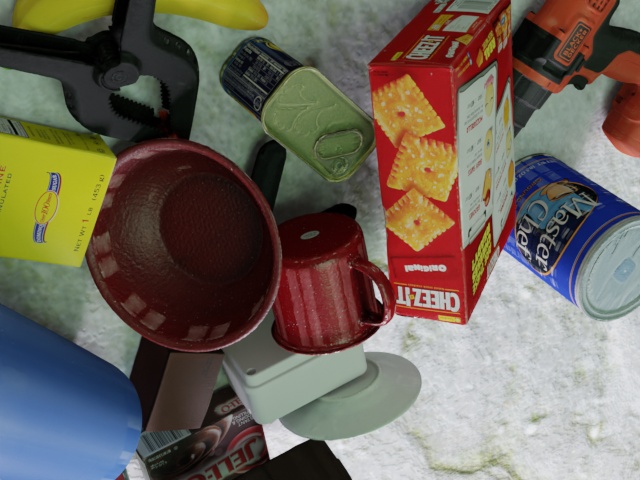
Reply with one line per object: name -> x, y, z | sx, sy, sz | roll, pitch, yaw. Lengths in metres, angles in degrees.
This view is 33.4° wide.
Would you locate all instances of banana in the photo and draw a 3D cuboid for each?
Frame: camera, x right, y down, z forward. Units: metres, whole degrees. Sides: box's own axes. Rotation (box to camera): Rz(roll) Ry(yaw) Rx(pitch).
banana -> -0.124, -0.163, 0.728 | 0.197, 0.037, 0.070 | -12, 151, -22

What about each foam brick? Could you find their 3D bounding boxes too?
foam brick -> -0.121, 0.111, 0.884 | 0.052, 0.051, 0.078 | 5, 115, -35

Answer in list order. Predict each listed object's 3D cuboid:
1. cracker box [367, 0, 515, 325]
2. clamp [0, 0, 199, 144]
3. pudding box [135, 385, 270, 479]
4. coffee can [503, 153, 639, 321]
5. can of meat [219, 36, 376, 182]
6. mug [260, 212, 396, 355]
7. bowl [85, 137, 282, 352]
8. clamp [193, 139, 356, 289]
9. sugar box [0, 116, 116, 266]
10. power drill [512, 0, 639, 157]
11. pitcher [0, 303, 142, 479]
cracker box -> 0.101, -0.068, 0.841 | 0.164, 0.072, 0.214 | -52, 142, -51
clamp -> -0.149, -0.119, 0.704 | 0.164, 0.036, 0.210 | -23, 149, 0
pudding box -> -0.104, 0.188, 0.949 | 0.113, 0.039, 0.090 | -23, 129, -17
coffee can -> 0.231, -0.005, 0.971 | 0.102, 0.140, 0.103 | -15, 124, -24
can of meat -> -0.017, -0.100, 0.797 | 0.057, 0.084, 0.102 | -51, 131, 4
mug -> 0.008, 0.033, 0.830 | 0.093, 0.117, 0.081 | -36, 126, -37
bowl -> -0.094, -0.002, 0.795 | 0.055, 0.162, 0.162 | -38, 148, -64
clamp -> -0.056, 0.001, 0.866 | 0.171, 0.039, 0.120 | -46, 128, -7
sugar box -> -0.237, -0.039, 0.724 | 0.175, 0.048, 0.093 | 7, 114, -36
power drill -> 0.238, -0.138, 0.950 | 0.187, 0.057, 0.185 | 18, 113, -39
pitcher -> -0.228, 0.102, 0.736 | 0.242, 0.145, 0.149 | 44, 54, -64
